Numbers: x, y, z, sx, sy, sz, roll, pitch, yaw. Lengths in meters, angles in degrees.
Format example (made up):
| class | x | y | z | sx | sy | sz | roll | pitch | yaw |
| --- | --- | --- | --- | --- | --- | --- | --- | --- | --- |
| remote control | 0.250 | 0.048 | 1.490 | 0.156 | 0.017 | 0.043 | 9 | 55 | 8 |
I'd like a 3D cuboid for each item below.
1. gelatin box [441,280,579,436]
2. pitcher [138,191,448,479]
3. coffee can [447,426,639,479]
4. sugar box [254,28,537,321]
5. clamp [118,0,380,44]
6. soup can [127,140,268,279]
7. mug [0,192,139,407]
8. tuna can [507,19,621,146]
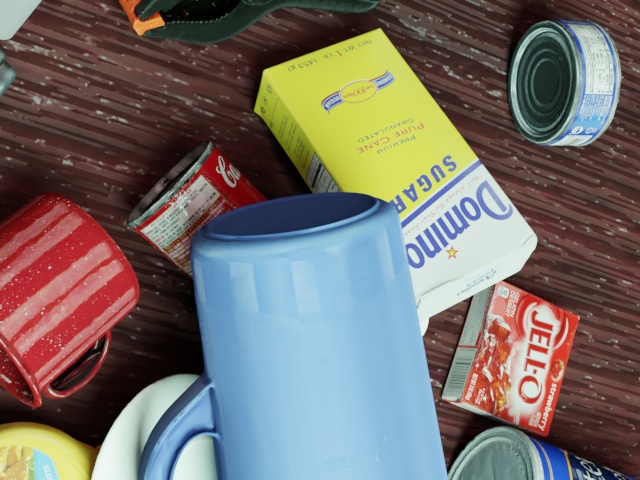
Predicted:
| class | x | y | z | sx | sy | sz | roll | pitch | yaw |
| --- | --- | --- | --- | --- | --- | --- | --- | --- | --- |
| gelatin box | 0.131 | 0.079 | 0.726 | 0.073 | 0.030 | 0.089 | 24 | 76 | -21 |
| pitcher | -0.007 | 0.105 | 0.561 | 0.149 | 0.145 | 0.243 | -31 | 116 | -58 |
| coffee can | 0.160 | 0.190 | 0.689 | 0.140 | 0.103 | 0.103 | 24 | 76 | -21 |
| sugar box | 0.044 | -0.042 | 0.650 | 0.093 | 0.048 | 0.176 | -25 | 66 | -24 |
| clamp | -0.034 | -0.159 | 0.651 | 0.171 | 0.039 | 0.120 | -26 | 141 | -3 |
| soup can | -0.054 | 0.001 | 0.629 | 0.102 | 0.069 | 0.068 | 46 | 70 | -15 |
| mug | -0.149 | 0.037 | 0.580 | 0.081 | 0.093 | 0.117 | -44 | 134 | -26 |
| tuna can | 0.164 | -0.107 | 0.727 | 0.033 | 0.086 | 0.086 | -2 | 86 | -23 |
